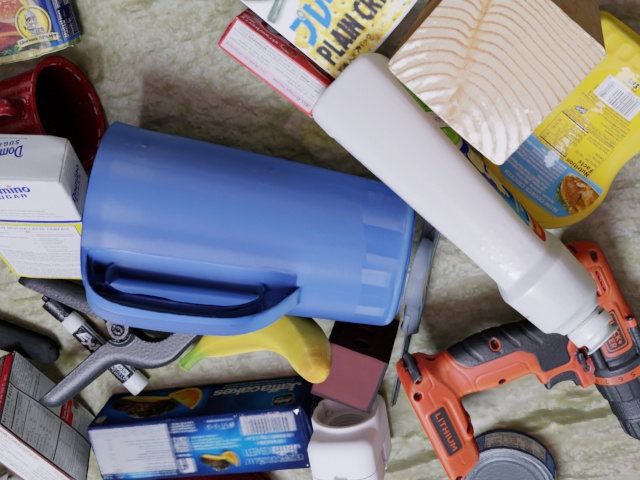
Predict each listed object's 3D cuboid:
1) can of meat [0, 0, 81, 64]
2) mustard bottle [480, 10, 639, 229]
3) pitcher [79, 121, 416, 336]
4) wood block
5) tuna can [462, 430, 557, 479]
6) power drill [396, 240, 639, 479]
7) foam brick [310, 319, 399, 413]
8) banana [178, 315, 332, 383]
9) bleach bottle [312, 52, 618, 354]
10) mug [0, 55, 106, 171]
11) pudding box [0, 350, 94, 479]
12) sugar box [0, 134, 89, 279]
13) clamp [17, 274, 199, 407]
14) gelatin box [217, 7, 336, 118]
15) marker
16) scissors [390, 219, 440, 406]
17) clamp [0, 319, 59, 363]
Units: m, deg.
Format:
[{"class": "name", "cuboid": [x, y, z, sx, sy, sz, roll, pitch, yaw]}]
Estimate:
[{"class": "can of meat", "cuboid": [-0.245, -0.185, 0.831, 0.102, 0.057, 0.084, -7, 112, 15]}, {"class": "mustard bottle", "cuboid": [0.175, -0.066, 0.781, 0.096, 0.058, 0.192, 37, 115, -6]}, {"class": "pitcher", "cuboid": [-0.055, 0.001, 0.809, 0.243, 0.145, 0.149, 10, 87, 1]}, {"class": "wood block", "cuboid": [0.117, -0.138, 0.684, 0.090, 0.206, 0.091, 40, 115, -5]}, {"class": "tuna can", "cuboid": [0.158, 0.205, 0.910, 0.086, 0.033, 0.086, 5, 113, 11]}, {"class": "power drill", "cuboid": [0.168, 0.113, 0.835, 0.187, 0.057, 0.184, -28, 109, 1]}, {"class": "foam brick", "cuboid": [0.029, 0.094, 0.870, 0.053, 0.078, 0.051, 19, 114, 2]}, {"class": "banana", "cuboid": [-0.041, 0.083, 0.862, 0.037, 0.069, 0.198, 39, 154, -27]}, {"class": "bleach bottle", "cuboid": [0.106, -0.022, 0.745, 0.251, 0.102, 0.068, 46, 102, 9]}, {"class": "mug", "cuboid": [-0.235, -0.091, 0.838, 0.082, 0.117, 0.093, -13, 84, 23]}, {"class": "pudding box", "cuboid": [-0.251, 0.165, 0.941, 0.039, 0.090, 0.113, -31, 124, 19]}, {"class": "sugar box", "cuboid": [-0.221, -0.023, 0.837, 0.093, 0.048, 0.176, 2, 153, 4]}, {"class": "clamp", "cuboid": [-0.175, 0.085, 0.920, 0.171, 0.039, 0.120, 0, 100, 7]}, {"class": "gelatin box", "cuboid": [-0.025, -0.136, 0.790, 0.089, 0.073, 0.030, 36, 115, -3]}, {"class": "marker", "cuboid": [-0.203, 0.091, 0.954, 0.121, 0.020, 0.020, 45, 114, -7]}, {"class": "scissors", "cuboid": [0.071, 0.065, 0.844, 0.016, 0.096, 0.202, 14, 111, 9]}, {"class": "clamp", "cuboid": [-0.347, 0.070, 0.969, 0.165, 0.036, 0.210, -27, 107, 20]}]
